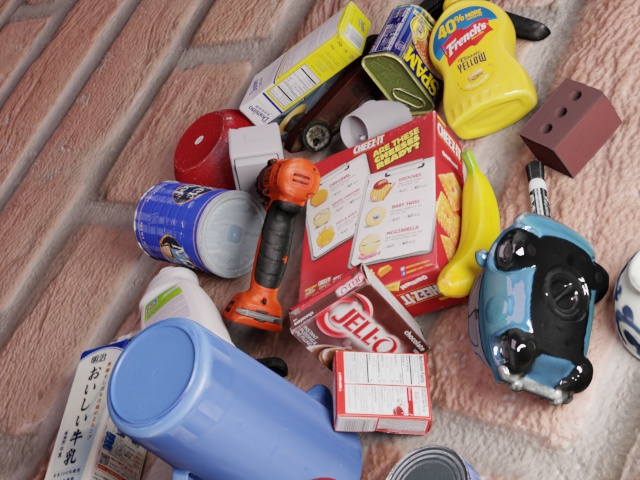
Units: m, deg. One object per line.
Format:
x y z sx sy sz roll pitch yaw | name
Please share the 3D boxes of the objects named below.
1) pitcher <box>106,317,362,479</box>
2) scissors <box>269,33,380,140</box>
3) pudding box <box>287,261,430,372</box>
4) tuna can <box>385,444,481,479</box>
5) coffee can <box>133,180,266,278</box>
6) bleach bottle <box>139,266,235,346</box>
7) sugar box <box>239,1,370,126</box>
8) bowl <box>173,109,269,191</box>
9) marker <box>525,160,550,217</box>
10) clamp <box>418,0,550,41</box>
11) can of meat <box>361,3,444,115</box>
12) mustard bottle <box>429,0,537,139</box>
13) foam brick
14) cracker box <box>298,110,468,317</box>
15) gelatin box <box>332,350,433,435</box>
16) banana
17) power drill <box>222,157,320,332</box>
-0.078 0.176 0.942 0.145 0.242 0.149 -34 46 11 | pitcher
0.009 -0.194 1.371 0.202 0.016 0.096 -29 40 23 | scissors
0.037 0.085 1.020 0.090 0.113 0.039 -33 36 16 | pudding box
0.096 0.220 0.909 0.086 0.033 0.086 -25 43 25 | tuna can
-0.145 -0.015 1.285 0.141 0.102 0.102 11 65 47 | coffee can
-0.153 0.089 1.192 0.102 0.068 0.251 -35 26 4 | bleach bottle
-0.019 -0.220 1.349 0.176 0.048 0.093 -35 23 32 | sugar box
-0.141 -0.115 1.397 0.162 0.055 0.162 -28 43 30 | bowl
0.213 -0.032 1.037 0.020 0.020 0.121 -23 44 27 | marker
0.188 -0.289 1.271 0.210 0.036 0.164 -7 59 40 | clamp
0.105 -0.209 1.230 0.058 0.102 0.084 1 55 44 | can of meat
0.170 -0.208 1.176 0.096 0.058 0.191 -26 53 23 | mustard bottle
0.246 -0.111 1.050 0.078 0.051 0.053 -49 38 -4 | foam brick
0.067 -0.013 1.114 0.164 0.072 0.213 -21 43 28 | cracker box
0.056 0.140 0.985 0.089 0.030 0.073 3 48 -4 | gelatin box
0.143 -0.002 1.027 0.037 0.069 0.197 -32 28 35 | banana
-0.058 0.001 1.165 0.184 0.057 0.187 180 103 -79 | power drill
